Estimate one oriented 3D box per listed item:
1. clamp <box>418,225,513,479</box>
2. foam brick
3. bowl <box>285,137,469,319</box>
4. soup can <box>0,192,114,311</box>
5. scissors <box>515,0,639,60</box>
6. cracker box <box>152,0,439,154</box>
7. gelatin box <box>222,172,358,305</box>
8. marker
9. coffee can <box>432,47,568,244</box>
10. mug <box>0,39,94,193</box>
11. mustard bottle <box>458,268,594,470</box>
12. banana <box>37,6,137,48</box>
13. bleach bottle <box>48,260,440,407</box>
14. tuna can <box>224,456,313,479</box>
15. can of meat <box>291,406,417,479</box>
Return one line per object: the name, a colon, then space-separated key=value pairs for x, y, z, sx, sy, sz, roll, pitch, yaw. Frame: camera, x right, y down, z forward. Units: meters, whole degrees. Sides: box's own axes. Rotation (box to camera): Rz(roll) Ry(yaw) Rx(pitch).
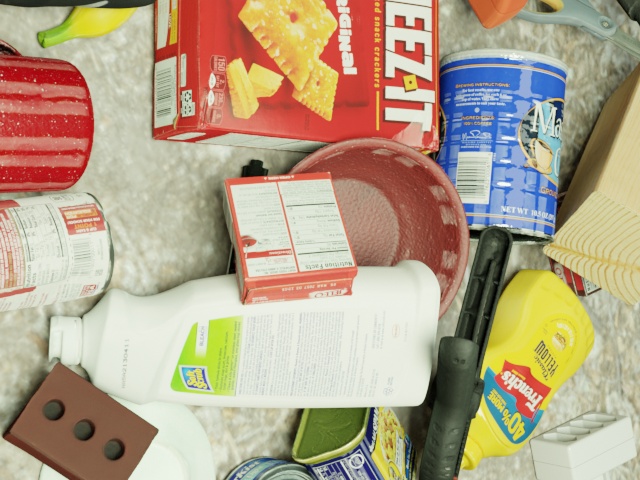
clamp: x=0.096 y=0.111 z=0.762 sx=0.164 sy=0.036 sz=0.210 roll=-50 pitch=151 yaw=-62
foam brick: x=-0.150 y=0.120 z=0.666 sx=0.078 sy=0.051 sz=0.053 roll=35 pitch=67 yaw=-7
bowl: x=0.025 y=0.002 z=0.783 sx=0.162 sy=0.055 sz=0.162 roll=-3 pitch=102 yaw=-16
soup can: x=-0.185 y=0.008 z=0.649 sx=0.102 sy=0.069 sz=0.068 roll=-9 pitch=94 yaw=-35
scissors: x=0.240 y=-0.201 z=0.924 sx=0.201 sy=0.016 sz=0.096 roll=19 pitch=61 yaw=-3
cracker box: x=-0.012 y=-0.148 z=0.769 sx=0.213 sy=0.072 sz=0.164 roll=1 pitch=88 yaw=-35
gelatin box: x=-0.021 y=-0.002 z=0.695 sx=0.073 sy=0.030 sz=0.089 roll=-5 pitch=52 yaw=-13
marker: x=-0.055 y=0.001 z=0.767 sx=0.020 sy=0.020 sz=0.121 roll=13 pitch=82 yaw=-33
coffee can: x=0.141 y=-0.072 z=0.852 sx=0.102 sy=0.103 sz=0.140 roll=8 pitch=84 yaw=-34
mug: x=-0.193 y=-0.079 z=0.643 sx=0.081 sy=0.093 sz=0.117 roll=-3 pitch=54 yaw=-39
mustard bottle: x=0.150 y=0.119 z=0.882 sx=0.191 sy=0.058 sz=0.096 roll=-48 pitch=119 yaw=-25
banana: x=-0.138 y=-0.218 z=0.705 sx=0.069 sy=0.037 sz=0.198 roll=10 pitch=83 yaw=-34
bleach bottle: x=-0.051 y=0.060 z=0.710 sx=0.250 sy=0.068 sz=0.102 roll=3 pitch=103 yaw=-15
tuna can: x=-0.034 y=0.200 z=0.765 sx=0.085 sy=0.034 sz=0.086 roll=3 pitch=86 yaw=-38
can of meat: x=0.029 y=0.154 z=0.779 sx=0.084 sy=0.057 sz=0.102 roll=60 pitch=22 yaw=-21
